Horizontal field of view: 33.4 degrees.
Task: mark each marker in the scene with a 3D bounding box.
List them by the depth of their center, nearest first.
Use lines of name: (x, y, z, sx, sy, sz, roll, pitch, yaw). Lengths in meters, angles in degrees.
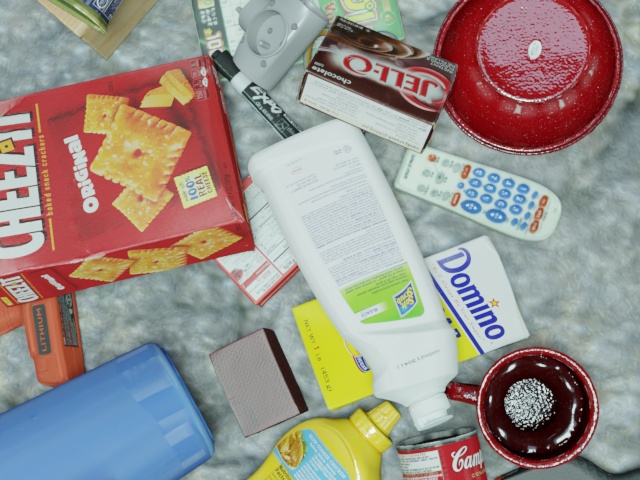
marker: (-0.050, -0.119, 0.922, 0.020, 0.020, 0.121, -43, 89, 1)

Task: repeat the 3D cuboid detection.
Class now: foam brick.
foam brick: (-0.051, 0.119, 0.894, 0.053, 0.051, 0.078, -24, 83, 5)

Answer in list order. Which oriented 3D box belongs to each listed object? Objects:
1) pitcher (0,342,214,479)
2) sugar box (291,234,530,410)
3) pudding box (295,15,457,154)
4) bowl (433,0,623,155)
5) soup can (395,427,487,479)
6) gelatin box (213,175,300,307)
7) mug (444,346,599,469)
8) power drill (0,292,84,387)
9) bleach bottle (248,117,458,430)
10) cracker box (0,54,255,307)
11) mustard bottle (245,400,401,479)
pitcher: (-0.206, 0.189, 0.838, 0.242, 0.145, 0.149, -29, 90, -11)
sugar box: (0.075, 0.068, 0.887, 0.176, 0.048, 0.093, -22, 81, 6)
pudding box: (0.047, -0.127, 0.862, 0.113, 0.039, 0.090, 21, 43, 3)
bowl: (0.174, -0.154, 0.890, 0.162, 0.055, 0.162, 0, 86, 6)
soup can: (0.104, 0.208, 0.861, 0.068, 0.068, 0.102, -12, 85, 5)
gelatin box: (-0.056, 0.001, 0.916, 0.073, 0.030, 0.089, -44, 82, 0)
mug: (0.157, 0.130, 0.854, 0.117, 0.081, 0.093, 7, 86, 7)
power drill: (-0.303, 0.104, 0.920, 0.187, 0.057, 0.184, -9, 84, 5)
bleach bottle: (0.033, 0.032, 0.845, 0.102, 0.068, 0.251, -23, 73, 2)
cracker box: (-0.175, -0.052, 0.882, 0.213, 0.072, 0.164, -13, 66, -1)
mustard bottle: (-0.008, 0.203, 0.874, 0.191, 0.058, 0.096, -44, 54, 0)
